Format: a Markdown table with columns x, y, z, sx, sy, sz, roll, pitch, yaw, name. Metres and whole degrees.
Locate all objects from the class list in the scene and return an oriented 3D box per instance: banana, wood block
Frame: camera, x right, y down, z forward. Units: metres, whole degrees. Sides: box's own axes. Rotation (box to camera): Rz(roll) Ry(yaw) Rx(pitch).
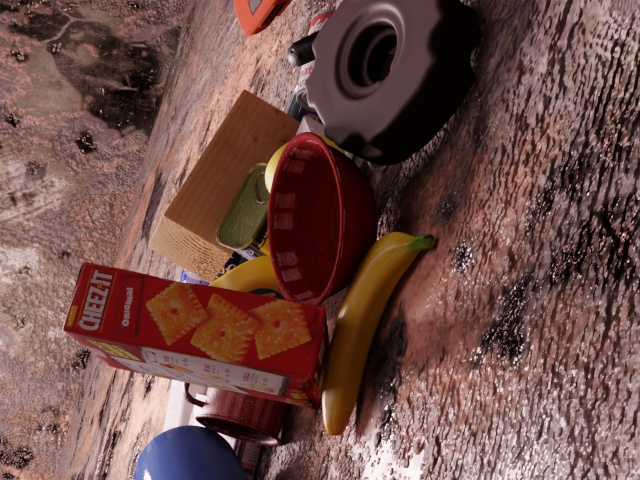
| x | y | z | sx | sy | sz | roll | pitch | yaw | name |
| --- | --- | --- | --- | --- | --- | --- | --- | --- | --- |
| 0.038 | 0.069 | 0.910 | 0.069 | 0.037 | 0.198 | -111 | 41 | -68 | banana |
| -0.110 | -0.066 | 1.271 | 0.206 | 0.090 | 0.091 | -62 | 6 | -30 | wood block |

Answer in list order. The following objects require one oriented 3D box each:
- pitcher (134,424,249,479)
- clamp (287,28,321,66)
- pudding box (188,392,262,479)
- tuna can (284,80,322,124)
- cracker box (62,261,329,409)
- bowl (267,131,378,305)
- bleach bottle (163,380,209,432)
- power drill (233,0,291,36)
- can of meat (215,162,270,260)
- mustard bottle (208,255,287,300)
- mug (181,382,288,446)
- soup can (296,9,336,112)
| x | y | z | sx | sy | sz | roll | pitch | yaw | name |
| --- | --- | --- | --- | --- | --- | --- | --- | --- | --- |
| -0.108 | 0.281 | 1.001 | 0.149 | 0.144 | 0.243 | -62 | 20 | 8 | pitcher |
| 0.060 | -0.219 | 1.077 | 0.172 | 0.120 | 0.039 | -28 | 77 | 41 | clamp |
| -0.109 | 0.222 | 1.186 | 0.114 | 0.039 | 0.090 | 2 | 75 | 56 | pudding box |
| -0.020 | -0.161 | 1.348 | 0.086 | 0.033 | 0.086 | -163 | 90 | -74 | tuna can |
| -0.100 | 0.087 | 0.955 | 0.164 | 0.214 | 0.072 | 81 | -159 | -72 | cracker box |
| 0.007 | -0.017 | 0.969 | 0.162 | 0.055 | 0.162 | 0 | 90 | 64 | bowl |
| -0.176 | 0.256 | 1.388 | 0.103 | 0.068 | 0.251 | 160 | 123 | -71 | bleach bottle |
| 0.010 | -0.253 | 1.085 | 0.185 | 0.187 | 0.057 | -46 | 61 | 60 | power drill |
| -0.053 | -0.020 | 1.168 | 0.058 | 0.083 | 0.102 | 19 | 77 | 44 | can of meat |
| -0.082 | 0.067 | 1.126 | 0.058 | 0.191 | 0.096 | 57 | 175 | 36 | mustard bottle |
| -0.084 | 0.154 | 1.095 | 0.093 | 0.117 | 0.081 | 124 | 164 | -69 | mug |
| 0.013 | -0.202 | 1.220 | 0.069 | 0.068 | 0.102 | 146 | 137 | -66 | soup can |
